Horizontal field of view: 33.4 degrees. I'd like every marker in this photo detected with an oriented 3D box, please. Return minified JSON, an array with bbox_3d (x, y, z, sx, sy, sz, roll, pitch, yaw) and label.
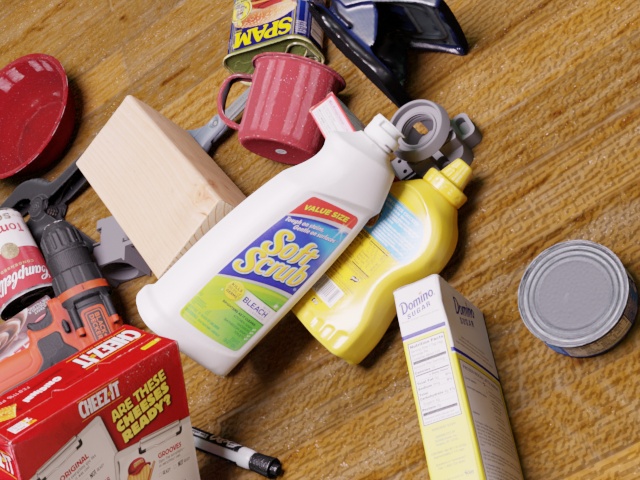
[{"bbox_3d":[-0.083,0.185,0.941,0.121,0.020,0.020,12,75,37],"label":"marker"}]

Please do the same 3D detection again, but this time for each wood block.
[{"bbox_3d":[-0.136,-0.039,0.998,0.091,0.090,0.206,-51,46,7],"label":"wood block"}]

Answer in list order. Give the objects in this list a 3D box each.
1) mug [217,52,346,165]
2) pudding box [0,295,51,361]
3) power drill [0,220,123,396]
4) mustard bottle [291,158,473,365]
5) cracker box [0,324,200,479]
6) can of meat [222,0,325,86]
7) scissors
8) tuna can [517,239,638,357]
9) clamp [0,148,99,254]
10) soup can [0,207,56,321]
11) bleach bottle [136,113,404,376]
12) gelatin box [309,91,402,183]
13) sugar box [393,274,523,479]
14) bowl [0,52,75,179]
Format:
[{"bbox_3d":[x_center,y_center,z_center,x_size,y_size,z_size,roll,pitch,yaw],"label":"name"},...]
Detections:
[{"bbox_3d":[-0.042,-0.124,1.011,0.117,0.093,0.081,13,79,6],"label":"mug"},{"bbox_3d":[-0.297,0.119,1.077,0.113,0.039,0.090,-36,48,-17],"label":"pudding box"},{"bbox_3d":[-0.284,0.089,1.017,0.187,0.057,0.184,-23,76,-16],"label":"power drill"},{"bbox_3d":[0.060,0.007,0.907,0.191,0.058,0.096,-49,44,5],"label":"mustard bottle"},{"bbox_3d":[-0.176,0.198,0.841,0.072,0.163,0.214,12,120,37],"label":"cracker box"},{"bbox_3d":[-0.044,-0.214,1.083,0.102,0.057,0.084,-11,60,29],"label":"can of meat"},{"bbox_3d":[-0.118,-0.122,1.101,0.202,0.016,0.096,-53,46,9],"label":"scissors"},{"bbox_3d":[0.197,0.045,0.814,0.086,0.033,0.086,-14,61,27],"label":"tuna can"},{"bbox_3d":[-0.296,-0.025,1.170,0.172,0.039,0.120,-20,59,33],"label":"clamp"},{"bbox_3d":[-0.327,0.025,1.129,0.068,0.068,0.102,-36,72,14],"label":"soup can"},{"bbox_3d":[-0.032,-0.008,0.879,0.251,0.102,0.068,-47,28,7],"label":"bleach bottle"},{"bbox_3d":[0.033,-0.081,0.957,0.030,0.073,0.089,-38,53,12],"label":"gelatin box"},{"bbox_3d":[0.105,0.123,0.800,0.048,0.093,0.176,-25,55,21],"label":"sugar box"},{"bbox_3d":[-0.337,-0.134,1.238,0.162,0.055,0.162,-14,61,27],"label":"bowl"}]
